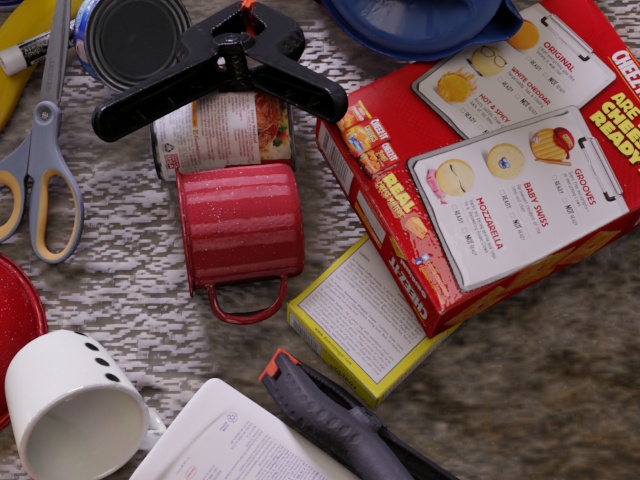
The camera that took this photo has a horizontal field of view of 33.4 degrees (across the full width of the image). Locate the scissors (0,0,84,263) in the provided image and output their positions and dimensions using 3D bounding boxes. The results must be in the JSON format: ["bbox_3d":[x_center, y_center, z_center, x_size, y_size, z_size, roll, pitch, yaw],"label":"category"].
[{"bbox_3d":[-0.218,-0.082,0.783,0.096,0.016,0.202,-7,89,7],"label":"scissors"}]

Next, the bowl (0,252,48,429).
[{"bbox_3d":[-0.276,0.067,0.742,0.162,0.055,0.162,0,72,0],"label":"bowl"}]

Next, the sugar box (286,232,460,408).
[{"bbox_3d":[0.069,0.025,0.762,0.176,0.048,0.093,-41,76,-16],"label":"sugar box"}]

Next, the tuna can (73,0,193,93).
[{"bbox_3d":[-0.140,-0.152,0.799,0.086,0.034,0.086,-10,111,-28],"label":"tuna can"}]

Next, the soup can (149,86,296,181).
[{"bbox_3d":[-0.070,-0.080,0.783,0.102,0.068,0.068,-5,72,-1],"label":"soup can"}]

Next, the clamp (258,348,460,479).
[{"bbox_3d":[0.033,0.136,0.712,0.039,0.120,0.172,-50,59,3],"label":"clamp"}]

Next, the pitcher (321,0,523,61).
[{"bbox_3d":[0.083,-0.245,0.757,0.145,0.149,0.242,-2,34,24],"label":"pitcher"}]

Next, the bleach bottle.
[{"bbox_3d":[0.001,0.201,0.696,0.251,0.068,0.102,36,76,8],"label":"bleach bottle"}]

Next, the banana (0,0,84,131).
[{"bbox_3d":[-0.206,-0.162,0.825,0.197,0.037,0.070,-43,77,-12],"label":"banana"}]

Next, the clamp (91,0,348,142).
[{"bbox_3d":[-0.050,-0.124,0.747,0.165,0.036,0.209,0,31,11],"label":"clamp"}]

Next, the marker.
[{"bbox_3d":[-0.185,-0.157,0.806,0.121,0.020,0.020,-29,74,-19],"label":"marker"}]

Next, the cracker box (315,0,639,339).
[{"bbox_3d":[0.126,-0.056,0.730,0.213,0.072,0.164,-27,73,-12],"label":"cracker box"}]

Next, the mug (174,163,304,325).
[{"bbox_3d":[-0.055,0.001,0.747,0.081,0.093,0.117,-7,73,-7],"label":"mug"}]
